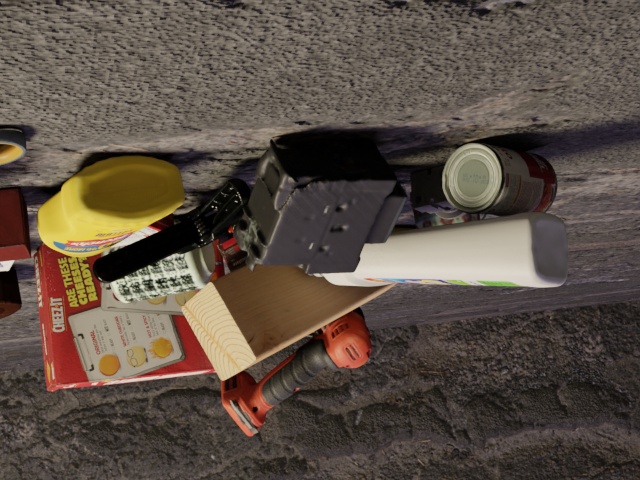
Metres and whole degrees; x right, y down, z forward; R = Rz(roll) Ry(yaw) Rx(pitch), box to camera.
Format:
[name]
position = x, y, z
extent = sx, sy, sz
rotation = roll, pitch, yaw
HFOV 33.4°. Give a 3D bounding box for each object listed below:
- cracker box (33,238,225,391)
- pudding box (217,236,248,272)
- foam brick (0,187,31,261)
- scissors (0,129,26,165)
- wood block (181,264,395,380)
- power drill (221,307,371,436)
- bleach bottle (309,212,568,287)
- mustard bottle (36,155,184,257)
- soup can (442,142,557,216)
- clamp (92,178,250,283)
[cracker box]
position = -0.215, 0.082, 1.241
extent = 0.213, 0.164, 0.072
rotation = -3, 168, -25
[pudding box]
position = -0.058, 0.001, 1.161
extent = 0.090, 0.039, 0.113
rotation = -28, 177, 3
[foam brick]
position = -0.289, -0.012, 0.955
extent = 0.051, 0.053, 0.078
rotation = -5, 170, -12
[scissors]
position = -0.270, -0.055, 0.820
extent = 0.096, 0.016, 0.202
rotation = -6, 171, -11
[wood block]
position = -0.028, 0.056, 1.125
extent = 0.205, 0.091, 0.090
rotation = -27, 174, -35
[power drill]
position = -0.028, 0.136, 1.251
extent = 0.188, 0.057, 0.184
rotation = -37, -167, 5
[bleach bottle]
position = 0.101, 0.015, 1.025
extent = 0.251, 0.068, 0.102
rotation = -4, 174, 32
[mustard bottle]
position = -0.197, -0.023, 0.941
extent = 0.096, 0.058, 0.192
rotation = -10, 174, -31
[soup can]
position = 0.170, -0.055, 1.014
extent = 0.069, 0.068, 0.102
rotation = -15, 168, 39
[clamp]
position = -0.109, -0.018, 1.031
extent = 0.165, 0.036, 0.209
rotation = -29, 178, 19
